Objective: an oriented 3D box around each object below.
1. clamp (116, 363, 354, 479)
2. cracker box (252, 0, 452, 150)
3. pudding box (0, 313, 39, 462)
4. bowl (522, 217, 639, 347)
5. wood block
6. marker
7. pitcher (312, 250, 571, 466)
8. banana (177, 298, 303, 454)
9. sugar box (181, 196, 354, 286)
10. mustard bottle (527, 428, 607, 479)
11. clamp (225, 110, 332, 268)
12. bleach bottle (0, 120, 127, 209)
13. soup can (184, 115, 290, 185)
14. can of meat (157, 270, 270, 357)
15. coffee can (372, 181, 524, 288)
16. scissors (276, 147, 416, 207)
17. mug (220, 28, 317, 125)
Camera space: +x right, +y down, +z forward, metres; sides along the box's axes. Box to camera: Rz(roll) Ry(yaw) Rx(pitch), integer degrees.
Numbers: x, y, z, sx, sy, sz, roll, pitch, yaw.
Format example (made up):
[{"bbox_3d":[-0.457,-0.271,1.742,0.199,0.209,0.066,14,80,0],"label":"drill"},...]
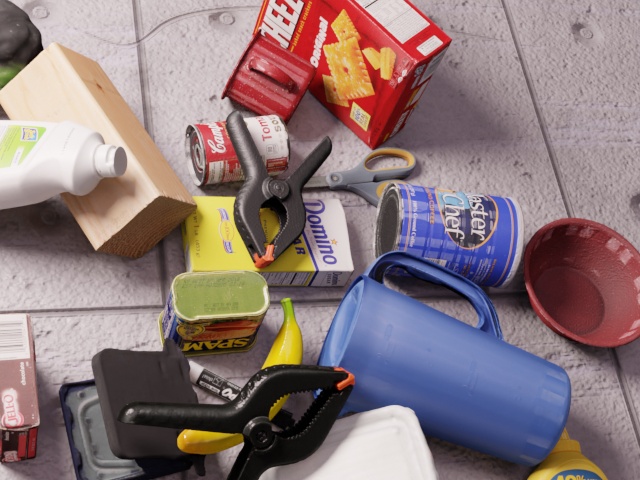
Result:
[{"bbox_3d":[-0.066,0.165,0.950,0.209,0.036,0.164,-36,109,-13],"label":"clamp"},{"bbox_3d":[0.029,-0.233,1.234,0.214,0.164,0.072,44,56,11],"label":"cracker box"},{"bbox_3d":[-0.280,0.135,0.975,0.039,0.090,0.113,-1,60,-19],"label":"pudding box"},{"bbox_3d":[0.294,0.057,1.205,0.162,0.055,0.162,7,59,-12],"label":"bowl"},{"bbox_3d":[-0.230,-0.091,1.102,0.090,0.090,0.206,-40,73,12],"label":"wood block"},{"bbox_3d":[-0.080,0.156,1.062,0.121,0.020,0.020,27,57,0],"label":"marker"},{"bbox_3d":[0.125,0.127,1.071,0.242,0.149,0.145,21,32,-7],"label":"pitcher"},{"bbox_3d":[-0.066,0.145,1.027,0.069,0.037,0.197,48,50,-15],"label":"banana"},{"bbox_3d":[-0.057,0.001,1.143,0.176,0.048,0.093,-2,61,-15],"label":"sugar box"},{"bbox_3d":[0.252,0.276,1.063,0.096,0.058,0.191,5,59,-18],"label":"mustard bottle"},{"bbox_3d":[-0.041,-0.053,1.125,0.120,0.039,0.171,3,71,-16],"label":"clamp"},{"bbox_3d":[-0.309,-0.069,1.035,0.251,0.068,0.102,1,58,17],"label":"bleach bottle"},{"bbox_3d":[-0.092,-0.100,1.179,0.102,0.069,0.068,-10,64,-21],"label":"soup can"},{"bbox_3d":[-0.106,0.072,1.065,0.102,0.084,0.057,-3,61,-18],"label":"can of meat"},{"bbox_3d":[0.138,-0.005,1.168,0.140,0.103,0.103,7,59,-12],"label":"coffee can"},{"bbox_3d":[0.031,-0.054,1.218,0.201,0.016,0.096,-20,68,-25],"label":"scissors"},{"bbox_3d":[-0.056,-0.183,1.214,0.081,0.117,0.093,30,84,-4],"label":"mug"}]
